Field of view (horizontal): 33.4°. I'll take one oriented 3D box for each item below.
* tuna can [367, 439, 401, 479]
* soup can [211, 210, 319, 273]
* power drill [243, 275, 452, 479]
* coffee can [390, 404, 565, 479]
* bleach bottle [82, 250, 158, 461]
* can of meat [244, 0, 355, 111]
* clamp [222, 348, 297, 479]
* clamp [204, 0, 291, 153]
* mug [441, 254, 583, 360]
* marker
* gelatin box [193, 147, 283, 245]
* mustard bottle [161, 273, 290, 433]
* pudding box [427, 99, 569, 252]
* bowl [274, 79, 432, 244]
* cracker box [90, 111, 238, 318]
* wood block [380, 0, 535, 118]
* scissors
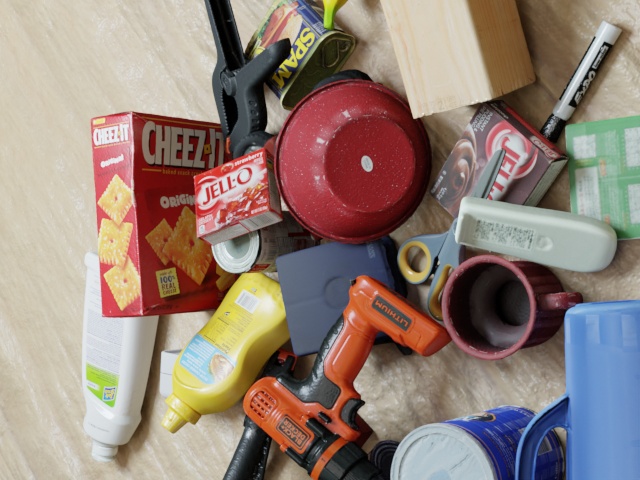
[{"bbox_3d":[0.075,0.239,1.040,0.034,0.085,0.086,-50,63,27],"label":"tuna can"},{"bbox_3d":[-0.057,0.001,1.128,0.069,0.102,0.068,0,90,36],"label":"soup can"},{"bbox_3d":[0.040,0.142,0.996,0.185,0.057,0.188,37,93,22],"label":"power drill"},{"bbox_3d":[0.143,0.206,0.955,0.103,0.140,0.103,0,90,36],"label":"coffee can"},{"bbox_3d":[-0.253,0.144,1.300,0.103,0.067,0.251,17,102,36],"label":"bleach bottle"},{"bbox_3d":[-0.025,-0.203,1.134,0.084,0.057,0.102,50,118,28],"label":"can of meat"},{"bbox_3d":[-0.066,0.200,1.131,0.039,0.120,0.171,15,94,5],"label":"clamp"},{"bbox_3d":[-0.080,-0.170,1.121,0.165,0.036,0.210,48,149,39],"label":"clamp"},{"bbox_3d":[0.180,0.057,0.965,0.117,0.081,0.093,-12,83,36],"label":"mug"},{"bbox_3d":[0.233,-0.140,0.965,0.020,0.020,0.121,39,112,30],"label":"marker"},{"bbox_3d":[-0.084,-0.043,1.070,0.089,0.030,0.073,-19,59,24],"label":"gelatin box"},{"bbox_3d":[-0.102,0.124,1.134,0.096,0.058,0.191,28,75,44],"label":"mustard bottle"},{"bbox_3d":[0.164,-0.060,0.993,0.090,0.039,0.114,47,129,27],"label":"pudding box"},{"bbox_3d":[0.039,-0.074,1.022,0.055,0.162,0.162,-157,73,-75],"label":"bowl"},{"bbox_3d":[-0.165,-0.026,1.171,0.072,0.163,0.214,-4,88,35],"label":"cracker box"},{"bbox_3d":[0.114,-0.227,0.973,0.090,0.090,0.206,-10,100,41],"label":"wood block"},{"bbox_3d":[0.119,-0.015,1.009,0.096,0.016,0.202,34,130,37],"label":"scissors"}]
